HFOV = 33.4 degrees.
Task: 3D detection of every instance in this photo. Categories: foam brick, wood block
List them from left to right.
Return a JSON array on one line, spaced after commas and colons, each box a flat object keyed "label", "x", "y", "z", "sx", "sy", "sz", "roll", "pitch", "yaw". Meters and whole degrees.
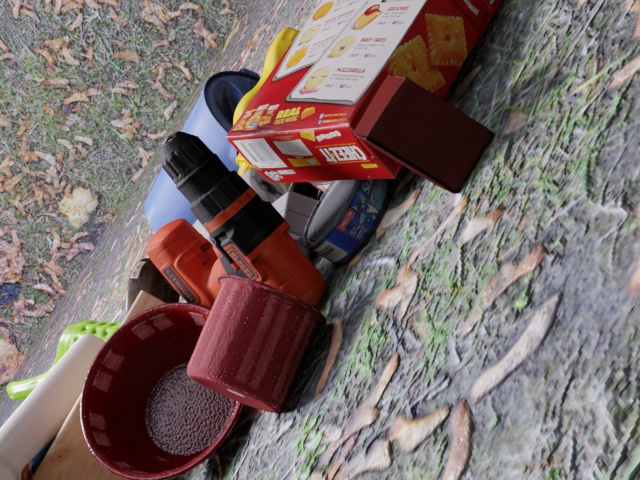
[{"label": "wood block", "x": -0.176, "y": 0.163, "z": 1.024, "sx": 0.206, "sy": 0.090, "sz": 0.091, "roll": -61, "pitch": -9, "yaw": -8}, {"label": "foam brick", "x": 0.071, "y": -0.076, "z": 0.757, "sx": 0.051, "sy": 0.078, "sz": 0.053, "roll": -59, "pitch": 14, "yaw": 4}]

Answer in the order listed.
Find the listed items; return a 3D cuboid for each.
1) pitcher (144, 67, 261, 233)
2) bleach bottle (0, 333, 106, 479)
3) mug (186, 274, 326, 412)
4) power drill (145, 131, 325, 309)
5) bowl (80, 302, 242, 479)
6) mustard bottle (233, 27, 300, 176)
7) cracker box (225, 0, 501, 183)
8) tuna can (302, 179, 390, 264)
[{"label": "pitcher", "x": -0.140, "y": -0.106, "z": 1.419, "sx": 0.149, "sy": 0.145, "sz": 0.243, "roll": -28, "pitch": -17, "yaw": -47}, {"label": "bleach bottle", "x": -0.282, "y": 0.198, "z": 1.030, "sx": 0.250, "sy": 0.068, "sz": 0.103, "roll": -52, "pitch": -9, "yaw": -52}, {"label": "mug", "x": -0.051, "y": 0.086, "z": 0.840, "sx": 0.117, "sy": 0.093, "sz": 0.081, "roll": 70, "pitch": -140, "yaw": -70}, {"label": "power drill", "x": -0.094, "y": 0.000, "z": 0.940, "sx": 0.057, "sy": 0.184, "sz": 0.188, "roll": -42, "pitch": 7, "yaw": -25}, {"label": "bowl", "x": -0.127, "y": 0.138, "z": 0.933, "sx": 0.162, "sy": 0.055, "sz": 0.162, "roll": -10, "pitch": 61, "yaw": 18}, {"label": "mustard bottle", "x": -0.047, "y": -0.148, "z": 1.253, "sx": 0.191, "sy": 0.096, "sz": 0.058, "roll": -63, "pitch": 15, "yaw": -15}, {"label": "cracker box", "x": 0.040, "y": -0.147, "z": 0.898, "sx": 0.164, "sy": 0.072, "sz": 0.213, "roll": 1, "pitch": 51, "yaw": 51}, {"label": "tuna can", "x": 0.022, "y": -0.023, "z": 0.898, "sx": 0.086, "sy": 0.033, "sz": 0.086, "roll": -53, "pitch": 15, "yaw": 21}]
